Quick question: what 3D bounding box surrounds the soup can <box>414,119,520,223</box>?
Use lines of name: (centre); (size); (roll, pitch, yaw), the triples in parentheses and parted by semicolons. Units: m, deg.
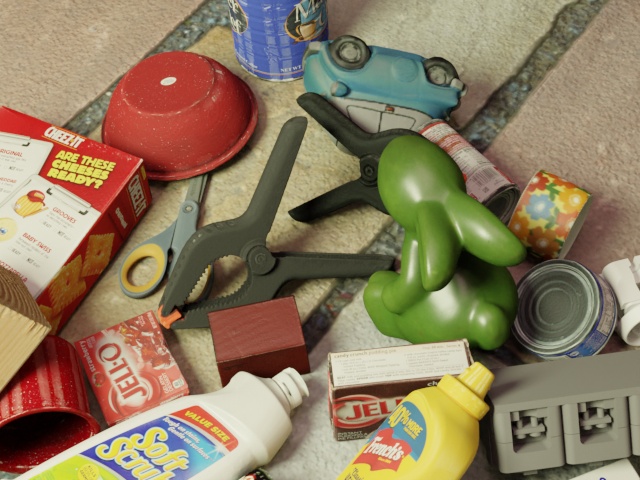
soup can: (0.125, -0.055, 0.981); (0.068, 0.068, 0.102); (-34, 61, -19)

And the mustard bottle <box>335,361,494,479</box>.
mustard bottle: (0.061, 0.168, 0.784); (0.058, 0.096, 0.191); (41, 87, -15)

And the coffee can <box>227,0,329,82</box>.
coffee can: (-0.044, -0.245, 1.078); (0.103, 0.140, 0.103); (-2, 55, 2)

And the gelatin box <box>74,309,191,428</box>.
gelatin box: (-0.159, 0.112, 0.906); (0.073, 0.030, 0.089); (-23, 57, -12)

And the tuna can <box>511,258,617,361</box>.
tuna can: (0.201, 0.059, 0.892); (0.086, 0.033, 0.086); (-18, 60, 34)

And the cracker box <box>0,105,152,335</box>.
cracker box: (-0.278, -0.005, 0.970); (0.164, 0.072, 0.213); (21, 58, 16)

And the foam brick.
foam brick: (-0.052, 0.086, 0.903); (0.078, 0.053, 0.051); (-11, 55, -5)

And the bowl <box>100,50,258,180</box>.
bowl: (-0.145, -0.136, 1.052); (0.162, 0.055, 0.162); (-4, 51, 5)

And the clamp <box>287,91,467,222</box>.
clamp: (0.043, -0.056, 0.962); (0.172, 0.120, 0.039); (21, 25, 24)

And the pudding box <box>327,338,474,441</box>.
pudding box: (0.062, 0.120, 0.850); (0.113, 0.090, 0.039); (-7, 54, -3)

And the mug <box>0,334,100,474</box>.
mug: (-0.240, 0.137, 0.868); (0.117, 0.093, 0.081); (-39, 48, 21)

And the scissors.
scissors: (-0.142, -0.019, 1.004); (0.096, 0.016, 0.202); (-7, 55, -1)

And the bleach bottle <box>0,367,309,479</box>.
bleach bottle: (-0.124, 0.172, 0.845); (0.250, 0.068, 0.103); (-31, 60, -19)

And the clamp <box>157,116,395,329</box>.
clamp: (-0.056, 0.001, 0.929); (0.210, 0.164, 0.036); (-28, 16, -7)
